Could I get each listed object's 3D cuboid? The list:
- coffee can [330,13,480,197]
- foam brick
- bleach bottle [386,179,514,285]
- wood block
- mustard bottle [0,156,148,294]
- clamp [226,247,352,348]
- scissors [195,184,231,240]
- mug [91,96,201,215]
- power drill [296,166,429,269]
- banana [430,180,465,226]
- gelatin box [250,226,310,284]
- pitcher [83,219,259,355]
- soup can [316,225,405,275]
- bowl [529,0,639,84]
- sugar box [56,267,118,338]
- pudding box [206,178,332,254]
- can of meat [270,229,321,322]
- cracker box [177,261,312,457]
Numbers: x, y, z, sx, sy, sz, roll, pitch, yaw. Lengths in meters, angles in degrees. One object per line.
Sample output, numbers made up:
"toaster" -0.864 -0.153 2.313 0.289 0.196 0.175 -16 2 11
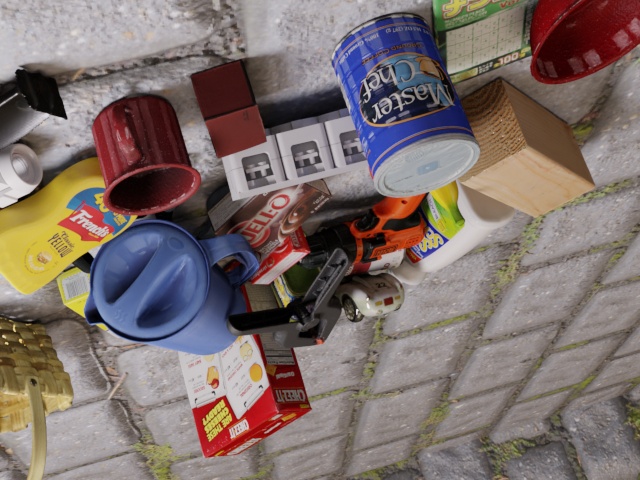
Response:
"coffee can" 0.079 -0.126 1.005 0.102 0.140 0.103 -16 157 -7
"foam brick" -0.085 -0.123 1.005 0.053 0.051 0.078 -18 158 -3
"bleach bottle" 0.152 -0.004 1.392 0.068 0.102 0.251 -14 157 -29
"wood block" 0.230 -0.102 1.243 0.090 0.091 0.205 -29 156 26
"mustard bottle" -0.238 -0.029 1.059 0.191 0.058 0.096 -34 143 -6
"clamp" -0.031 0.092 1.292 0.164 0.036 0.210 -29 157 -9
"scissors" -0.138 -0.016 1.256 0.202 0.016 0.096 -28 154 20
"mug" -0.169 -0.085 0.988 0.093 0.081 0.117 -20 158 4
"power drill" 0.066 -0.039 1.271 0.184 0.057 0.188 -15 153 -28
"banana" 0.102 -0.102 1.146 0.037 0.070 0.197 -38 120 6
"gelatin box" -0.058 0.001 1.282 0.030 0.073 0.089 3 150 -42
"pitcher" -0.152 0.062 1.228 0.149 0.145 0.242 16 171 13
"soup can" 0.051 0.009 1.391 0.102 0.068 0.069 -8 155 -24
"bowl" 0.259 -0.221 1.019 0.162 0.055 0.162 -23 158 -11
"sugar box" -0.249 0.071 1.334 0.093 0.048 0.176 -21 156 5
"pudding box" -0.058 -0.040 1.198 0.114 0.039 0.089 -43 143 20
"can of meat" -0.032 0.044 1.366 0.057 0.102 0.084 -19 156 -12
"cracker box" -0.110 0.158 1.420 0.071 0.214 0.164 5 148 -44
